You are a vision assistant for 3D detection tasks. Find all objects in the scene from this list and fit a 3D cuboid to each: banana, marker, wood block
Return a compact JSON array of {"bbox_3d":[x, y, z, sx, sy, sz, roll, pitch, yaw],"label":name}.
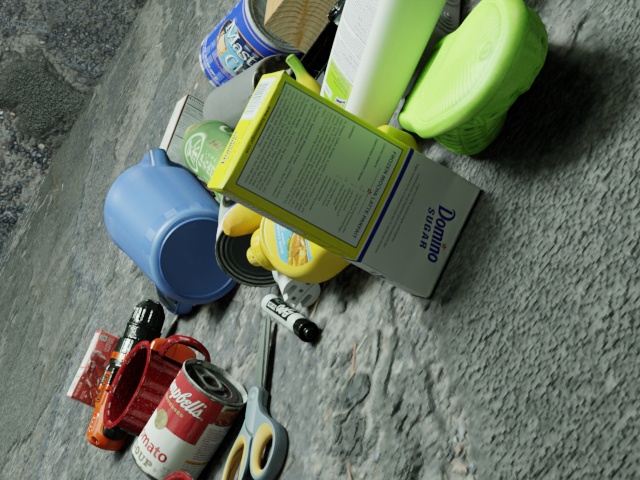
[{"bbox_3d":[-0.031,-0.077,0.988,0.037,0.069,0.197,131,160,-62],"label":"banana"},{"bbox_3d":[-0.028,0.069,0.956,0.020,0.020,0.121,-62,21,-1],"label":"marker"},{"bbox_3d":[-0.002,-0.317,1.279,0.091,0.090,0.206,-46,26,34],"label":"wood block"}]

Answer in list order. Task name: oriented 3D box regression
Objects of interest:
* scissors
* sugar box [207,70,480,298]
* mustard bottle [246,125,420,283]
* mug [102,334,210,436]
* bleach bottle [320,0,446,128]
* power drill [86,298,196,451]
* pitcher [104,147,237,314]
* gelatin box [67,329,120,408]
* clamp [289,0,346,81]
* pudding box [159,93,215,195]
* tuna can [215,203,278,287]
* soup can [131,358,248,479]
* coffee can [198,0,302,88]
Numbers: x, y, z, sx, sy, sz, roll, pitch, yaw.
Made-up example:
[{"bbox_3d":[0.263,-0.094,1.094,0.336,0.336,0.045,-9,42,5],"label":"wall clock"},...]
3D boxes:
[{"bbox_3d":[-0.046,0.139,0.920,0.096,0.016,0.201,-33,35,49],"label":"scissors"},{"bbox_3d":[0.019,-0.038,0.760,0.093,0.176,0.048,-63,23,-6],"label":"sugar box"},{"bbox_3d":[0.004,-0.016,0.889,0.192,0.058,0.096,-26,59,42],"label":"mustard bottle"},{"bbox_3d":[-0.152,0.148,1.060,0.117,0.081,0.093,-59,22,6],"label":"mug"},{"bbox_3d":[0.040,-0.150,0.910,0.102,0.068,0.251,-112,38,-52],"label":"bleach bottle"},{"bbox_3d":[-0.197,0.150,1.197,0.188,0.057,0.184,-16,56,66],"label":"power drill"},{"bbox_3d":[-0.166,0.001,1.239,0.145,0.149,0.243,-47,24,-3],"label":"pitcher"},{"bbox_3d":[-0.253,0.162,1.292,0.030,0.073,0.089,-11,53,66],"label":"gelatin box"},{"bbox_3d":[0.020,-0.215,1.071,0.120,0.039,0.171,-38,14,40],"label":"clamp"},{"bbox_3d":[-0.161,-0.124,1.409,0.039,0.090,0.113,-29,38,54],"label":"pudding box"},{"bbox_3d":[-0.057,0.001,1.016,0.086,0.086,0.033,-51,22,27],"label":"tuna can"},{"bbox_3d":[-0.121,0.169,0.983,0.102,0.068,0.068,-57,21,13],"label":"soup can"},{"bbox_3d":[-0.080,-0.257,1.366,0.141,0.102,0.102,-32,36,53],"label":"coffee can"}]
